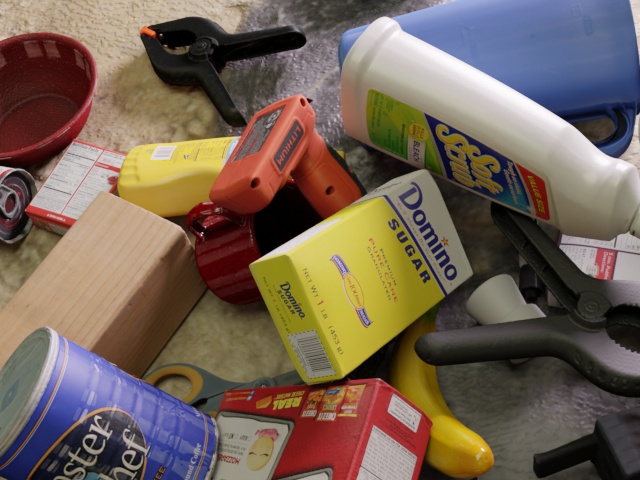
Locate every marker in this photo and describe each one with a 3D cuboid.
[{"bbox_3d":[0.169,-0.005,0.867,0.020,0.020,0.121,-2,57,11],"label":"marker"}]

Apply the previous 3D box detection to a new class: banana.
[{"bbox_3d":[0.079,0.113,0.767,0.037,0.070,0.198,14,29,-15],"label":"banana"}]

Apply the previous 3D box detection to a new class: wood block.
[{"bbox_3d":[-0.191,0.074,0.857,0.090,0.091,0.206,24,65,26],"label":"wood block"}]

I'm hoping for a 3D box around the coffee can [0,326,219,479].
[{"bbox_3d":[-0.156,0.137,0.741,0.103,0.140,0.103,-42,28,29],"label":"coffee can"}]

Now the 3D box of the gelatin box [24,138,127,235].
[{"bbox_3d":[-0.215,-0.044,0.977,0.073,0.030,0.089,16,62,24],"label":"gelatin box"}]

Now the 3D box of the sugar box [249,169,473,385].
[{"bbox_3d":[0.036,0.021,0.760,0.048,0.093,0.175,-15,12,46],"label":"sugar box"}]

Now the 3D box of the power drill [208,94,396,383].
[{"bbox_3d":[0.004,-0.002,0.811,0.057,0.187,0.184,-17,38,43],"label":"power drill"}]

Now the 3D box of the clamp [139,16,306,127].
[{"bbox_3d":[-0.109,-0.168,1.029,0.172,0.039,0.120,12,56,27],"label":"clamp"}]

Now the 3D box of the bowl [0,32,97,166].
[{"bbox_3d":[-0.284,-0.125,1.029,0.162,0.055,0.162,-6,55,9],"label":"bowl"}]

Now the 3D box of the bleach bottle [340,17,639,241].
[{"bbox_3d":[0.136,-0.070,0.783,0.251,0.102,0.068,28,62,19],"label":"bleach bottle"}]

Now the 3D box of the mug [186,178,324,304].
[{"bbox_3d":[-0.056,0.001,0.851,0.082,0.117,0.093,-19,55,43],"label":"mug"}]

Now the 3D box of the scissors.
[{"bbox_3d":[-0.060,0.108,0.848,0.201,0.016,0.096,-32,58,-8],"label":"scissors"}]

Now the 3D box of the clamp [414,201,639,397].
[{"bbox_3d":[0.180,0.062,0.755,0.210,0.036,0.164,27,55,21],"label":"clamp"}]

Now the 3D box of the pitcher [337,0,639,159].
[{"bbox_3d":[0.144,-0.139,0.903,0.243,0.145,0.149,-11,28,11],"label":"pitcher"}]

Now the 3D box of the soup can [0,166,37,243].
[{"bbox_3d":[-0.320,-0.038,0.975,0.102,0.068,0.068,9,60,19],"label":"soup can"}]

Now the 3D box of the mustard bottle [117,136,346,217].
[{"bbox_3d":[-0.073,-0.059,0.929,0.192,0.058,0.096,-5,24,9],"label":"mustard bottle"}]

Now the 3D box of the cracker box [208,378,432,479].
[{"bbox_3d":[-0.028,0.203,0.707,0.165,0.072,0.213,-12,49,45],"label":"cracker box"}]
